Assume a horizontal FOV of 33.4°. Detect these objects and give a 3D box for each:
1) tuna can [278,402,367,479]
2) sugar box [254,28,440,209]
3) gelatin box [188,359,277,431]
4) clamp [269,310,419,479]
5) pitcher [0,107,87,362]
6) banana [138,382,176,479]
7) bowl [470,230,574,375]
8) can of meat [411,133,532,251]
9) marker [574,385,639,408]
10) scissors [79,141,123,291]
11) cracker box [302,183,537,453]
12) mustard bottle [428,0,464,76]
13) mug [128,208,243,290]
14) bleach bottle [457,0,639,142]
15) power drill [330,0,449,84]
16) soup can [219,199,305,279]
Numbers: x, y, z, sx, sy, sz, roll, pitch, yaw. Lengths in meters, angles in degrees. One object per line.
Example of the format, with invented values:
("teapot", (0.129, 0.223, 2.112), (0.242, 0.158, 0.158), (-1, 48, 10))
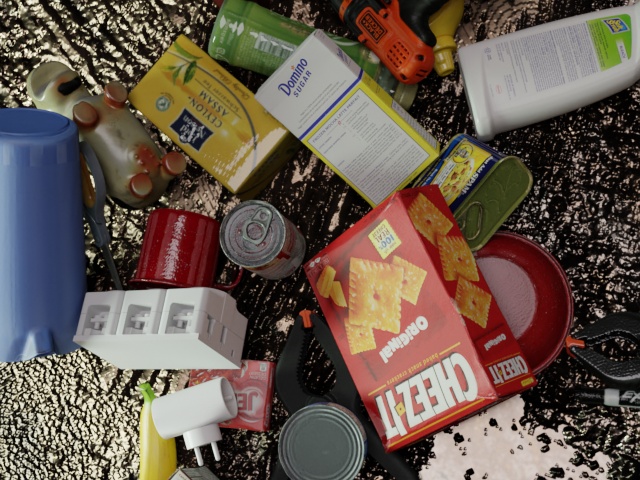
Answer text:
("tuna can", (0.003, 0.203, 1.056), (0.086, 0.033, 0.086), (0, 88, 10))
("sugar box", (0.028, -0.122, 1.088), (0.176, 0.048, 0.093), (44, 111, -9))
("gelatin box", (-0.094, 0.160, 1.120), (0.089, 0.030, 0.073), (5, 82, 13))
("clamp", (-0.005, 0.178, 1.095), (0.164, 0.036, 0.210), (-18, 81, 8))
("pitcher", (-0.307, -0.011, 1.098), (0.149, 0.144, 0.243), (12, 113, 16))
("banana", (-0.176, 0.250, 1.096), (0.037, 0.069, 0.198), (-13, 65, 24))
("bowl", (0.172, 0.064, 1.069), (0.162, 0.055, 0.162), (-2, 80, 12))
("can of meat", (0.148, -0.051, 1.075), (0.102, 0.057, 0.084), (-50, 39, -1))
("marker", (0.310, 0.155, 1.042), (0.121, 0.020, 0.020), (3, 81, 12))
("scissors", (-0.249, -0.016, 1.153), (0.096, 0.016, 0.202), (22, 128, 40))
("cracker box", (0.087, 0.078, 1.034), (0.164, 0.071, 0.214), (-38, 71, 44))
("mustard bottle", (0.099, -0.262, 1.137), (0.096, 0.058, 0.192), (-25, 77, 17))
("mug", (-0.137, 0.017, 1.130), (0.117, 0.093, 0.081), (13, 77, -13))
("bleach bottle", (0.272, -0.179, 1.086), (0.251, 0.068, 0.102), (-13, 78, 7))
("power drill", (0.092, -0.279, 1.072), (0.188, 0.057, 0.184), (-48, 67, 27))
("soup can", (-0.057, 0.001, 1.102), (0.068, 0.102, 0.068), (-2, 80, 11))
